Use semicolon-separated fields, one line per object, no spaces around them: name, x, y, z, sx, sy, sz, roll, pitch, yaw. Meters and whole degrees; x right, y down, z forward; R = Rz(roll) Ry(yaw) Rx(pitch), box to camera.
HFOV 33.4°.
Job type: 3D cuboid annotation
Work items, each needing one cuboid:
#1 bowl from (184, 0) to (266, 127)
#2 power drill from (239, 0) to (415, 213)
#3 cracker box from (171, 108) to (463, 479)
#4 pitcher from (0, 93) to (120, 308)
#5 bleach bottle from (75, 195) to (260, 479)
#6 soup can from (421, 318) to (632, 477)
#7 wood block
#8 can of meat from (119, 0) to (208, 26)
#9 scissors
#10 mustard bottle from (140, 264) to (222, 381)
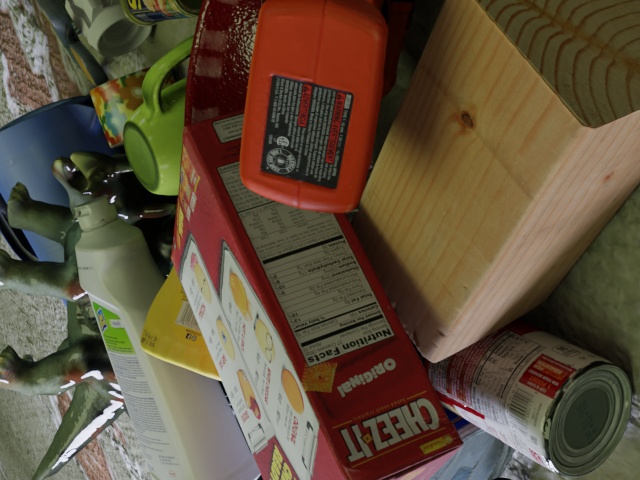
bowl;-0.041;-0.108;0.687;0.162;0.055;0.162;-173;90;-69
power drill;0.018;-0.116;0.501;0.057;0.187;0.184;13;128;7
cracker box;-0.014;0.054;0.605;0.214;0.072;0.164;63;159;21
pitcher;-0.249;-0.018;1.095;0.243;0.144;0.149;66;163;-10
bleach bottle;-0.133;0.085;0.852;0.103;0.067;0.251;-5;107;53
soup can;0.114;0.082;0.602;0.102;0.068;0.068;25;134;51
wood block;0.091;-0.037;0.517;0.091;0.090;0.206;55;152;20
can of meat;-0.112;-0.208;0.767;0.084;0.057;0.102;12;123;55
scissors;-0.209;-0.154;0.968;0.096;0.016;0.202;53;173;17
mustard bottle;-0.055;0.001;0.755;0.096;0.191;0.058;16;175;26
